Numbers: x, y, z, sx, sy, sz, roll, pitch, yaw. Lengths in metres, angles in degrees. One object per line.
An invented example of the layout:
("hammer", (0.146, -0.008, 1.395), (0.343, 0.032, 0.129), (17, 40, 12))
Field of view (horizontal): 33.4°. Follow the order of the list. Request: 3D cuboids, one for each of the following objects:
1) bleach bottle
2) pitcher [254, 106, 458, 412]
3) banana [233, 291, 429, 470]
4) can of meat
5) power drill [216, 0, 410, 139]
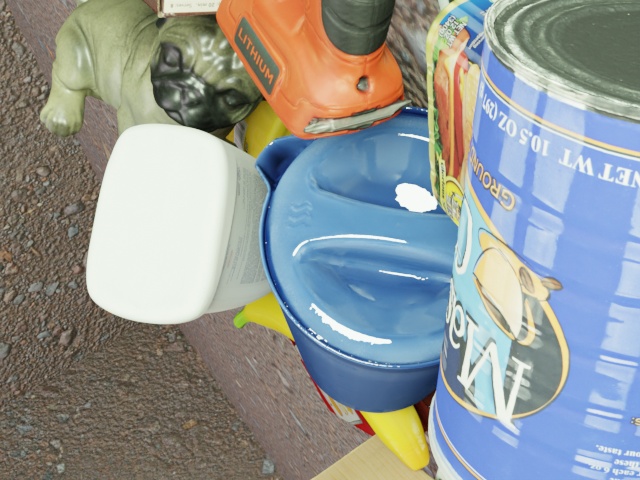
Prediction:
("bleach bottle", (-0.054, 0.001, 0.640), (0.250, 0.068, 0.102), (24, -105, -77))
("pitcher", (0.046, 0.037, 0.618), (0.243, 0.145, 0.149), (87, 174, -72))
("banana", (0.009, 0.084, 0.771), (0.198, 0.037, 0.070), (37, 146, 32))
("can of meat", (0.080, -0.035, 0.398), (0.084, 0.057, 0.102), (-123, 23, -53))
("power drill", (-0.006, -0.149, 0.424), (0.188, 0.057, 0.184), (97, 150, -49))
